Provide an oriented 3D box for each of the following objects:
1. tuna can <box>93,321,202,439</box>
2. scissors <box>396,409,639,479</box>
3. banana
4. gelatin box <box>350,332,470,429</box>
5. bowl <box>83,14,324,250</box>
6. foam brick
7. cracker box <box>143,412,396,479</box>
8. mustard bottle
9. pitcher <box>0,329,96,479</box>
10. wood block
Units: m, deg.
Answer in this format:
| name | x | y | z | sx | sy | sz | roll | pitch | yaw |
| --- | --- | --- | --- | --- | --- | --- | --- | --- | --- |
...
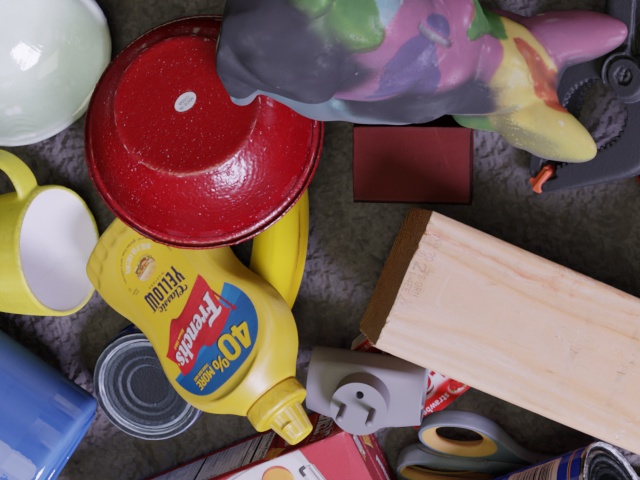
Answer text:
| name | x | y | z | sx | sy | sz | roll | pitch | yaw |
| --- | --- | --- | --- | --- | --- | --- | --- | --- | --- |
| tuna can | -0.121 | 0.101 | 0.777 | 0.086 | 0.033 | 0.086 | 2 | 105 | 9 |
| scissors | 0.151 | 0.147 | 0.736 | 0.202 | 0.016 | 0.096 | -2 | 138 | 11 |
| banana | -0.040 | -0.001 | 0.739 | 0.070 | 0.037 | 0.198 | 9 | 105 | 34 |
| gelatin box | 0.076 | 0.075 | 0.740 | 0.089 | 0.030 | 0.073 | -41 | 95 | 17 |
| bowl | -0.080 | -0.078 | 0.679 | 0.162 | 0.055 | 0.162 | -1 | 79 | 5 |
| foam brick | 0.061 | -0.053 | 0.697 | 0.078 | 0.053 | 0.051 | 2 | 105 | 9 |
| cracker box | -0.038 | 0.230 | 0.780 | 0.214 | 0.072 | 0.164 | -24 | 101 | 13 |
| mustard bottle | -0.071 | 0.057 | 0.711 | 0.096 | 0.058 | 0.192 | -47 | 72 | 17 |
| pitcher | -0.287 | 0.098 | 0.751 | 0.243 | 0.149 | 0.145 | 33 | 103 | -3 |
| wood block | 0.139 | 0.059 | 0.672 | 0.206 | 0.091 | 0.090 | 23 | 91 | -5 |
